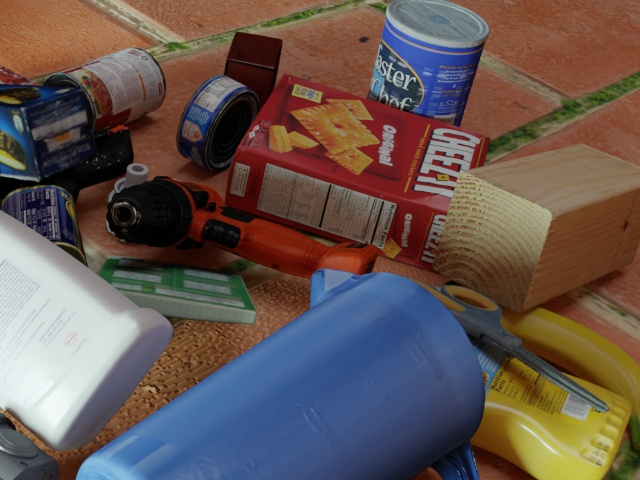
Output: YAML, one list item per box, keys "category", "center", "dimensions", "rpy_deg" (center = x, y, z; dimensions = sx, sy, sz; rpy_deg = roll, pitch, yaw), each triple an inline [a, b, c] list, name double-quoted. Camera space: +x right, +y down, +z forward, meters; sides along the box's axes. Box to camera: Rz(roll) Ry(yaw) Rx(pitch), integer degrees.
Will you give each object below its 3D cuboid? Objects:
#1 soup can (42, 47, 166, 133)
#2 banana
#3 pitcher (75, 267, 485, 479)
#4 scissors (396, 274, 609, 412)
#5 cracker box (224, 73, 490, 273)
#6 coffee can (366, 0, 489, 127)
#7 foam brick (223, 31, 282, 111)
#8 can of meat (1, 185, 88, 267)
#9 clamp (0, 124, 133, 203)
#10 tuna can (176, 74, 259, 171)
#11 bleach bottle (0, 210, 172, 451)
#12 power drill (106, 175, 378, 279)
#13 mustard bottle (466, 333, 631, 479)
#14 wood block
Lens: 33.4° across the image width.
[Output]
- category: "soup can"
  center: [-0.204, -0.139, 1.011]
  dimensions: [0.069, 0.068, 0.102]
  rpy_deg: [29, 37, 22]
- category: "banana"
  center: [0.183, 0.086, 0.840]
  dimensions: [0.198, 0.037, 0.069]
  rpy_deg: [31, 37, 25]
- category: "pitcher"
  center: [-0.015, 0.131, 0.642]
  dimensions: [0.149, 0.145, 0.242]
  rpy_deg: [21, 35, 39]
- category: "scissors"
  center: [0.138, 0.070, 0.772]
  dimensions: [0.202, 0.016, 0.096]
  rpy_deg: [28, 18, 35]
- category: "cracker box"
  center: [0.039, -0.068, 0.984]
  dimensions: [0.214, 0.072, 0.164]
  rpy_deg: [17, 35, 5]
- category: "coffee can"
  center: [0.102, -0.160, 1.077]
  dimensions: [0.102, 0.140, 0.103]
  rpy_deg: [9, 34, -6]
- category: "foam brick"
  center: [-0.073, -0.179, 1.128]
  dimensions: [0.053, 0.051, 0.078]
  rpy_deg: [11, 34, -1]
- category: "can of meat"
  center: [-0.192, 0.023, 0.751]
  dimensions: [0.057, 0.102, 0.084]
  rpy_deg: [-10, 36, -10]
- category: "clamp"
  center: [-0.215, -0.055, 0.885]
  dimensions: [0.165, 0.036, 0.209]
  rpy_deg: [7, 23, 33]
- category: "tuna can"
  center: [-0.094, -0.108, 0.986]
  dimensions: [0.034, 0.086, 0.086]
  rpy_deg: [29, 37, 20]
- category: "bleach bottle"
  center: [-0.217, 0.015, 0.658]
  dimensions: [0.251, 0.102, 0.068]
  rpy_deg: [38, -1, 14]
- category: "power drill"
  center: [-0.055, 0.001, 0.813]
  dimensions: [0.188, 0.057, 0.184]
  rpy_deg: [22, 8, 9]
- category: "mustard bottle"
  center: [0.119, 0.110, 0.765]
  dimensions: [0.192, 0.058, 0.096]
  rpy_deg: [24, 34, 16]
- category: "wood block"
  center: [0.198, -0.016, 0.911]
  dimensions: [0.090, 0.091, 0.205]
  rpy_deg: [28, 27, 33]
